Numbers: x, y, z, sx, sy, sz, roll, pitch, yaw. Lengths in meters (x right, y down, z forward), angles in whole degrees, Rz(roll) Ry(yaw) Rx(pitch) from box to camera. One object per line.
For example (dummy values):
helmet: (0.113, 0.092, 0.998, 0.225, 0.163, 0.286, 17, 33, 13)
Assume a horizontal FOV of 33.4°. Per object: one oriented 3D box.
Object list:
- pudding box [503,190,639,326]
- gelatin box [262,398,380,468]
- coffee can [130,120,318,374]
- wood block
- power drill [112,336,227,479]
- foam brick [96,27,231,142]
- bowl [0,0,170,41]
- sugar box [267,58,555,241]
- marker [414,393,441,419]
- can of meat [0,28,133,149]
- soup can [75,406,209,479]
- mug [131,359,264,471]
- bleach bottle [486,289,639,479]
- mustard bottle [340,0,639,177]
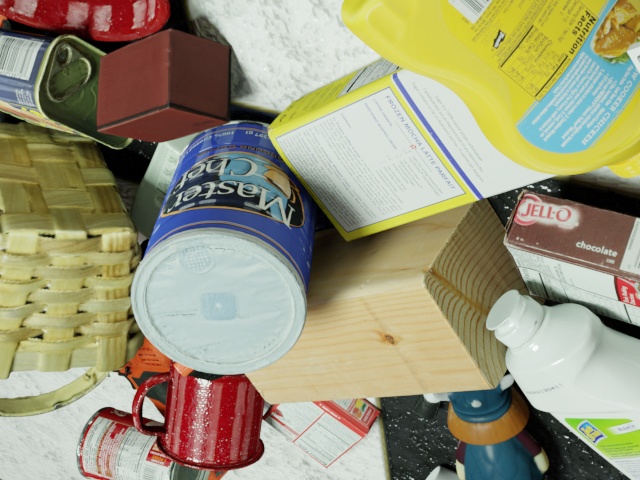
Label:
pudding box: (0.166, 0.016, 0.598, 0.114, 0.039, 0.090, 18, 167, 26)
gelatin box: (-0.001, 0.148, 0.903, 0.073, 0.030, 0.089, 36, 143, -1)
coffee can: (-0.054, 0.001, 0.674, 0.103, 0.140, 0.103, 2, 123, 3)
wood block: (0.031, 0.046, 0.721, 0.207, 0.090, 0.090, -12, 120, 45)
power drill: (-0.167, 0.143, 1.006, 0.185, 0.057, 0.187, 0, 129, 39)
foam brick: (-0.101, -0.098, 0.691, 0.078, 0.051, 0.052, -9, 168, 43)
bowl: (-0.162, -0.179, 0.634, 0.162, 0.055, 0.162, 12, 167, 3)
sugar box: (0.058, -0.063, 0.622, 0.177, 0.048, 0.093, -19, 117, 43)
marker: (0.090, 0.097, 0.785, 0.020, 0.020, 0.121, 28, 142, 12)
can of meat: (-0.184, -0.107, 0.732, 0.084, 0.057, 0.102, 15, 176, 30)
soup can: (-0.157, 0.193, 0.951, 0.102, 0.068, 0.068, 11, 136, 26)
mug: (-0.099, 0.135, 0.892, 0.093, 0.117, 0.081, -138, 52, -65)
bleach bottle: (0.208, 0.108, 0.635, 0.250, 0.068, 0.103, 36, 147, -12)
mustard bottle: (0.109, -0.087, 0.511, 0.191, 0.096, 0.058, 35, -179, -23)
